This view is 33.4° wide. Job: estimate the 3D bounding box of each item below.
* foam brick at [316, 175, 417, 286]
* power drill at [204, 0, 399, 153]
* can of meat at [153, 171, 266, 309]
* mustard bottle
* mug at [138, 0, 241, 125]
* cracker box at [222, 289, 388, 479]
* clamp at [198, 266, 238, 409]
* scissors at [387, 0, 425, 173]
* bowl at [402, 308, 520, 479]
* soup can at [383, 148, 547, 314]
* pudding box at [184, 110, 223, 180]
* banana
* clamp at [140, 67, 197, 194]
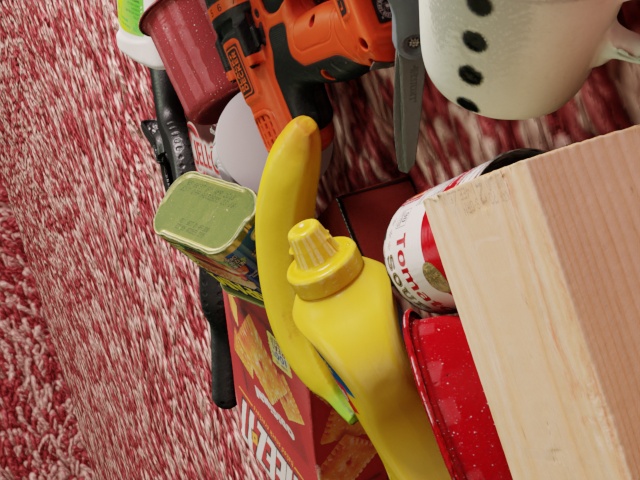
[{"bbox_3d":[0.030,0.002,0.667,0.051,0.053,0.078,68,159,11],"label":"foam brick"},{"bbox_3d":[-0.011,-0.147,0.621,0.188,0.057,0.184,-16,97,65],"label":"power drill"},{"bbox_3d":[-0.055,0.001,0.730,0.102,0.057,0.083,18,162,47],"label":"can of meat"},{"bbox_3d":[0.033,0.069,0.596,0.191,0.058,0.096,61,-174,-24],"label":"mustard bottle"},{"bbox_3d":[-0.070,-0.135,0.776,0.081,0.093,0.117,65,-171,6],"label":"mug"},{"bbox_3d":[-0.016,0.109,0.833,0.164,0.072,0.214,47,148,49],"label":"cracker box"},{"bbox_3d":[-0.080,0.049,0.930,0.120,0.039,0.171,-88,-1,-55],"label":"clamp"},{"bbox_3d":[0.061,-0.109,0.511,0.201,0.096,0.016,64,-167,-50],"label":"scissors"},{"bbox_3d":[0.097,0.099,0.520,0.162,0.055,0.162,62,-169,-22],"label":"bowl"},{"bbox_3d":[0.080,-0.001,0.523,0.102,0.068,0.068,-25,83,69],"label":"soup can"},{"bbox_3d":[-0.075,-0.064,0.890,0.114,0.039,0.090,33,137,59],"label":"pudding box"},{"bbox_3d":[-0.010,0.016,0.659,0.070,0.037,0.198,8,118,40],"label":"banana"},{"bbox_3d":[-0.138,-0.099,1.001,0.165,0.036,0.210,99,156,-48],"label":"clamp"}]
